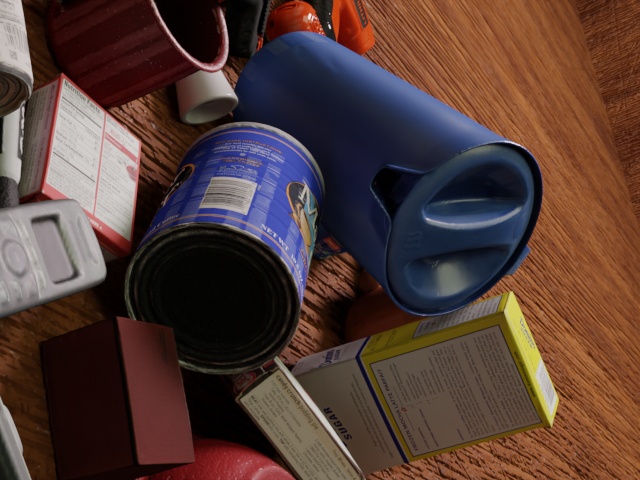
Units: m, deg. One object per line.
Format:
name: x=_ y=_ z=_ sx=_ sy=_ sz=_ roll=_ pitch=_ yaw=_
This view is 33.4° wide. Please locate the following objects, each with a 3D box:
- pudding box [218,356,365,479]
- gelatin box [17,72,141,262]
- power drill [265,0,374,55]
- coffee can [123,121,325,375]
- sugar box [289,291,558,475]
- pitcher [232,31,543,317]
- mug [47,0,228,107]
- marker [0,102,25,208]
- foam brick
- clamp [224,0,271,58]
pudding box: x=-0.026 y=0.108 z=0.685 sx=0.113 sy=0.039 sz=0.090 roll=54 pitch=-4 yaw=-28
gelatin box: x=-0.140 y=-0.040 z=0.617 sx=0.073 sy=0.030 sz=0.089 roll=42 pitch=37 yaw=-45
power drill: x=0.012 y=-0.167 z=1.007 sx=0.187 sy=0.057 sz=0.184 roll=-80 pitch=153 yaw=-53
coffee can: x=-0.054 y=0.001 z=0.662 sx=0.102 sy=0.103 sz=0.140 roll=59 pitch=20 yaw=-23
sugar box: x=0.071 y=0.108 z=0.771 sx=0.093 sy=0.176 sz=0.048 roll=66 pitch=26 yaw=-11
pitcher: x=0.042 y=-0.058 z=0.788 sx=0.243 sy=0.144 sz=0.149 roll=44 pitch=-31 yaw=44
mug: x=-0.123 y=-0.140 z=0.669 sx=0.117 sy=0.082 sz=0.093 roll=39 pitch=38 yaw=-50
marker: x=-0.170 y=-0.058 z=0.578 sx=0.020 sy=0.020 sz=0.121 roll=38 pitch=39 yaw=-50
foam brick: x=-0.106 y=0.086 z=0.562 sx=0.053 sy=0.051 sz=0.078 roll=23 pitch=51 yaw=-60
clamp: x=-0.052 y=-0.191 z=0.788 sx=0.210 sy=0.036 sz=0.164 roll=110 pitch=-4 yaw=-60
